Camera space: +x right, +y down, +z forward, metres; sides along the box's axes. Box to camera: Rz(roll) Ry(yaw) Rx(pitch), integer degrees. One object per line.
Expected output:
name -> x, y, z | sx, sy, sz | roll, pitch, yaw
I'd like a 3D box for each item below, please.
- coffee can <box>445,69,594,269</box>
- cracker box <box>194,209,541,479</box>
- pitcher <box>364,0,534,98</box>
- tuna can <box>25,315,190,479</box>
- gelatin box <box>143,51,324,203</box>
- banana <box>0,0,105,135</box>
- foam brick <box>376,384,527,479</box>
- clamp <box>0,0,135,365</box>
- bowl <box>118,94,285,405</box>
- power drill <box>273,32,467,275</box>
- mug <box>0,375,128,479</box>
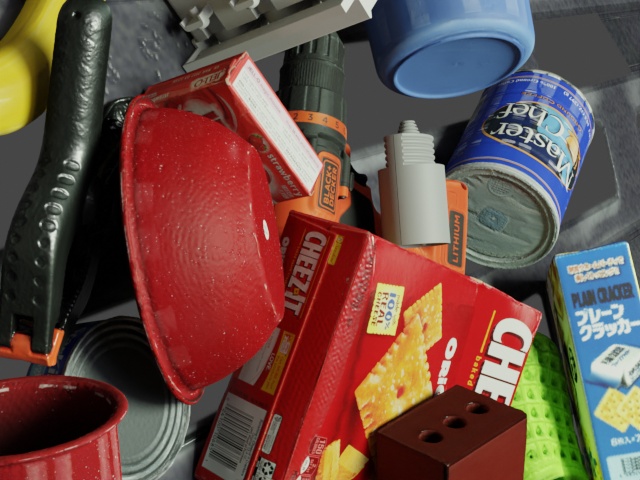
coffee can -> 0.159, -0.060, 0.873 | 0.102, 0.103, 0.140 | 58, 41, -27
cracker box -> 0.041, 0.091, 0.662 | 0.213, 0.072, 0.164 | 23, 86, -48
pitcher -> 0.076, -0.232, 0.737 | 0.149, 0.145, 0.243 | 21, 56, -58
tuna can -> -0.107, 0.082, 0.538 | 0.086, 0.034, 0.086 | 17, 68, -51
gelatin box -> -0.052, -0.058, 0.613 | 0.089, 0.073, 0.030 | 53, 43, -31
banana -> -0.140, -0.111, 0.528 | 0.069, 0.037, 0.197 | 78, 24, -44
foam brick -> 0.076, 0.126, 0.616 | 0.078, 0.053, 0.051 | -21, 118, -42
clamp -> -0.119, -0.022, 0.529 | 0.120, 0.039, 0.171 | 49, 53, -74
bowl -> -0.054, 0.001, 0.551 | 0.162, 0.055, 0.162 | -9, 90, -85
power drill -> 0.030, -0.036, 0.735 | 0.187, 0.057, 0.184 | 25, 66, -45
mug -> -0.132, 0.114, 0.443 | 0.117, 0.093, 0.081 | -22, 114, -55
